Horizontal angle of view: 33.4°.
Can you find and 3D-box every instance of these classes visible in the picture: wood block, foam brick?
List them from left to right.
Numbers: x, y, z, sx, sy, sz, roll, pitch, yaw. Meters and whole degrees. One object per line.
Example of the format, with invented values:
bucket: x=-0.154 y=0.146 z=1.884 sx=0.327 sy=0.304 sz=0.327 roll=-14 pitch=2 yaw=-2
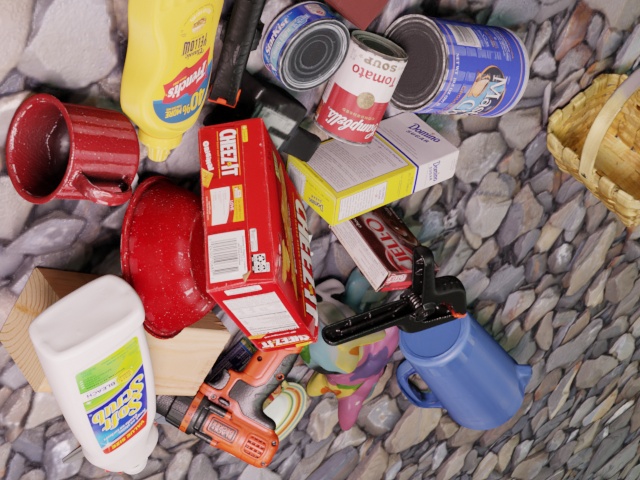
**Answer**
wood block: x=-0.207 y=0.097 z=1.096 sx=0.205 sy=0.091 sz=0.090 roll=12 pitch=116 yaw=-49
foam brick: x=0.025 y=-0.248 z=1.022 sx=0.051 sy=0.053 sz=0.078 roll=-50 pitch=145 yaw=6

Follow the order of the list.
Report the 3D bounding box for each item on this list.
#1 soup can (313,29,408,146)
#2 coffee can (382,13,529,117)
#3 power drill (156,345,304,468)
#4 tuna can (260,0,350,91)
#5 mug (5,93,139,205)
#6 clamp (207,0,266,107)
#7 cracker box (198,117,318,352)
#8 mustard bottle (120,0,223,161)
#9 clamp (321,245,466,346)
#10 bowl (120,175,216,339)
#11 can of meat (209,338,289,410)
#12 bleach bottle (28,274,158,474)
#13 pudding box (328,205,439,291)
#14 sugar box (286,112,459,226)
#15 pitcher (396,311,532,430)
soup can: x=0.042 y=-0.159 z=1.114 sx=0.068 sy=0.069 sz=0.102 roll=-3 pitch=126 yaw=-44
coffee can: x=0.144 y=-0.187 z=1.158 sx=0.140 sy=0.103 sz=0.103 roll=-4 pitch=127 yaw=-43
power drill: x=-0.101 y=0.142 z=1.221 sx=0.187 sy=0.184 sz=0.057 roll=-61 pitch=-179 yaw=-1
tuna can: x=-0.014 y=-0.190 z=1.051 sx=0.086 sy=0.034 sz=0.086 roll=-26 pitch=144 yaw=-20
mug: x=-0.204 y=-0.069 z=0.918 sx=0.081 sy=0.117 sz=0.093 roll=1 pitch=125 yaw=-51
clamp: x=-0.067 y=-0.200 z=0.968 sx=0.172 sy=0.039 sz=0.120 roll=118 pitch=-6 yaw=-49
cracker box: x=-0.057 y=0.001 z=1.047 sx=0.072 sy=0.164 sz=0.213 roll=-9 pitch=158 yaw=8
mustard bottle: x=-0.135 y=-0.154 z=0.948 sx=0.096 sy=0.058 sz=0.192 roll=-38 pitch=151 yaw=-48
clamp: x=0.116 y=0.066 z=1.242 sx=0.209 sy=0.036 sz=0.165 roll=4 pitch=138 yaw=-48
bowl: x=-0.131 y=0.015 z=1.041 sx=0.162 sy=0.055 sz=0.162 roll=-3 pitch=90 yaw=-70
can of meat: x=-0.096 y=0.179 z=1.318 sx=0.084 sy=0.057 sz=0.102 roll=-44 pitch=144 yaw=-5
bleach bottle: x=-0.197 y=0.147 z=1.023 sx=0.102 sy=0.068 sz=0.251 roll=-32 pitch=144 yaw=-20
pudding box: x=0.076 y=0.009 z=1.272 sx=0.089 sy=0.114 sz=0.039 roll=-2 pitch=134 yaw=-45
sugar box: x=0.058 y=-0.082 z=1.183 sx=0.175 sy=0.093 sz=0.048 roll=-20 pitch=138 yaw=-31
pitcher: x=0.194 y=0.181 z=1.563 sx=0.149 sy=0.145 sz=0.242 roll=-54 pitch=142 yaw=-9
